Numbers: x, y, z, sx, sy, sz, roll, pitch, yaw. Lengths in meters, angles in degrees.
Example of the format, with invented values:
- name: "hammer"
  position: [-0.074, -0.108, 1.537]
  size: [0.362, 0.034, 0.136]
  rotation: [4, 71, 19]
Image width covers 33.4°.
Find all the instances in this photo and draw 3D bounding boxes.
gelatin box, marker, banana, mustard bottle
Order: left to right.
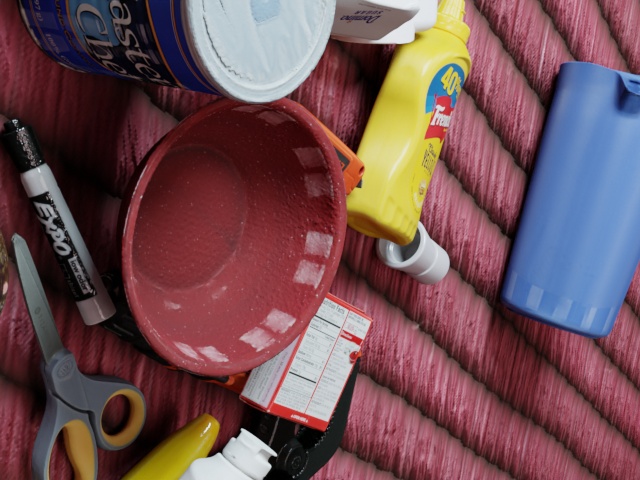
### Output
- name: "marker"
  position: [-0.146, -0.011, 0.591]
  size: [0.020, 0.020, 0.121]
  rotation: [-33, 108, -39]
- name: "banana"
  position: [-0.136, 0.180, 0.663]
  size: [0.197, 0.037, 0.070]
  rotation: [-37, 171, -43]
- name: "gelatin box"
  position: [-0.008, 0.078, 0.722]
  size: [0.073, 0.030, 0.089]
  rotation: [31, 81, -53]
- name: "mustard bottle"
  position: [0.071, -0.096, 0.810]
  size: [0.191, 0.058, 0.096]
  rotation: [-71, 158, -6]

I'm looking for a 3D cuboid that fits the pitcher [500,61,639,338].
- name: "pitcher"
  position: [0.256, -0.037, 1.011]
  size: [0.149, 0.145, 0.243]
  rotation: [15, 94, -39]

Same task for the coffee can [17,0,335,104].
- name: "coffee can"
  position: [-0.077, -0.132, 0.561]
  size: [0.102, 0.141, 0.103]
  rotation: [-19, 116, -45]

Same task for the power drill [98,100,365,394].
- name: "power drill"
  position: [-0.055, 0.001, 0.701]
  size: [0.184, 0.057, 0.187]
  rotation: [37, 77, -53]

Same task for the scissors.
- name: "scissors"
  position: [-0.140, 0.071, 0.632]
  size: [0.096, 0.016, 0.202]
  rotation: [-30, 133, -48]

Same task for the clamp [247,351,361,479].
- name: "clamp"
  position: [-0.029, 0.170, 0.801]
  size: [0.209, 0.036, 0.164]
  rotation: [-51, 135, -26]

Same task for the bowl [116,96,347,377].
- name: "bowl"
  position: [-0.059, -0.007, 0.609]
  size: [0.161, 0.055, 0.162]
  rotation: [-15, 113, -42]
